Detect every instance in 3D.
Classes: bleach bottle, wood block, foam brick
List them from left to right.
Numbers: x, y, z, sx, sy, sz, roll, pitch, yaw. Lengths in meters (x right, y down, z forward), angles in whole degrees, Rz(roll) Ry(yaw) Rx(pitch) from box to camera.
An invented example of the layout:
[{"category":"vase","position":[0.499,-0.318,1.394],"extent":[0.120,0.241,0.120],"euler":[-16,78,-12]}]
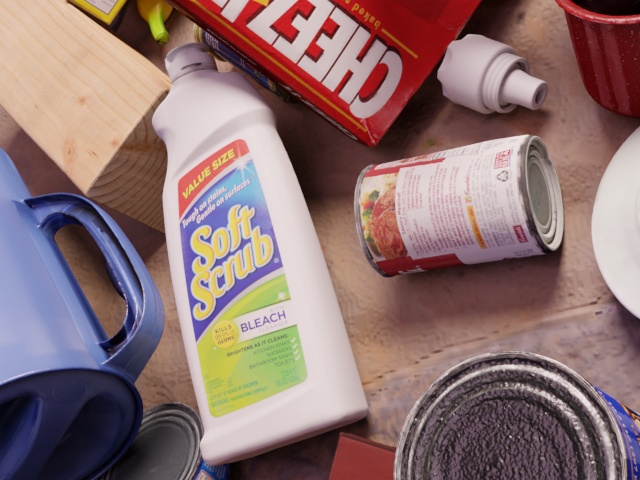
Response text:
[{"category":"wood block","position":[-0.167,-0.106,0.780],"extent":[0.206,0.090,0.090],"euler":[41,96,35]},{"category":"bleach bottle","position":[-0.054,0.001,0.649],"extent":[0.103,0.068,0.251],"euler":[-22,77,16]},{"category":"foam brick","position":[0.047,0.141,0.581],"extent":[0.078,0.053,0.051],"euler":[11,79,34]}]

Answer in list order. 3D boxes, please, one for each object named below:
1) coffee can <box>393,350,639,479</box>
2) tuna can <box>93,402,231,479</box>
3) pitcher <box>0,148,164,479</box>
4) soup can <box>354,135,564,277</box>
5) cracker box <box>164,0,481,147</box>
[{"category":"coffee can","position":[0.110,0.116,0.497],"extent":[0.103,0.140,0.103],"euler":[-11,67,28]},{"category":"tuna can","position":[-0.098,0.146,0.664],"extent":[0.086,0.033,0.086],"euler":[-24,40,21]},{"category":"pitcher","position":[-0.206,0.036,0.679],"extent":[0.243,0.149,0.145],"euler":[57,143,36]},{"category":"soup can","position":[0.080,-0.019,0.610],"extent":[0.102,0.068,0.068],"euler":[-10,68,28]},{"category":"cracker box","position":[0.026,-0.190,0.644],"extent":[0.214,0.164,0.072],"euler":[-54,19,3]}]
